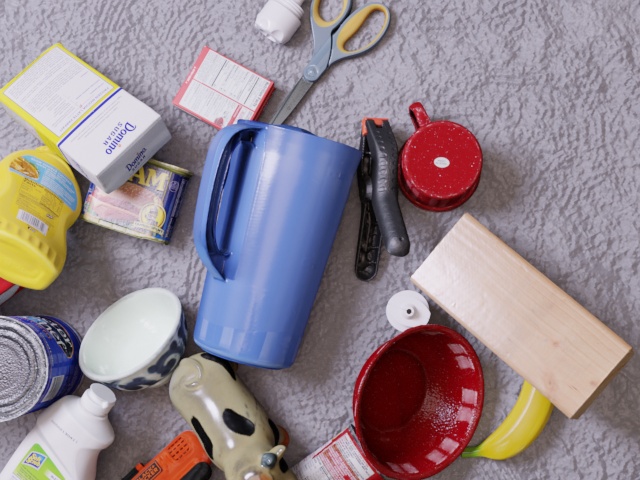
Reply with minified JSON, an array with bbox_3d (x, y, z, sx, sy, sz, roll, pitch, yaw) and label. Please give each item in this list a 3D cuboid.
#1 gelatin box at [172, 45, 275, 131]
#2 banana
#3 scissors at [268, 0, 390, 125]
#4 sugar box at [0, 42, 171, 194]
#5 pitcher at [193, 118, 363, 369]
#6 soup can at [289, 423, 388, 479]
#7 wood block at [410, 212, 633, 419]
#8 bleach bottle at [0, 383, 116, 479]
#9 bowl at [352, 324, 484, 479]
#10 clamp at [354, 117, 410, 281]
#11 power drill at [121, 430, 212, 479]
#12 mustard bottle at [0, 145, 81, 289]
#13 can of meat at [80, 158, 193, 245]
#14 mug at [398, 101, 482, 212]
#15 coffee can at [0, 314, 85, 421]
[{"bbox_3d":[-0.103,-0.156,1.152,0.089,0.030,0.073,29,87,4],"label":"gelatin box"},{"bbox_3d":[0.215,0.150,1.113,0.069,0.037,0.198,24,88,4],"label":"banana"},{"bbox_3d":[-0.015,-0.201,1.158,0.202,0.016,0.096,-38,84,0],"label":"scissors"},{"bbox_3d":[-0.247,-0.129,1.110,0.176,0.048,0.093,37,74,26],"label":"sugar box"},{"bbox_3d":[-0.057,0.001,1.086,0.149,0.145,0.243,15,91,-3],"label":"pitcher"},{"bbox_3d":[0.010,0.247,1.103,0.102,0.068,0.068,-36,86,1],"label":"soup can"},{"bbox_3d":[0.201,0.076,1.064,0.206,0.090,0.090,41,94,20],"label":"wood block"},{"bbox_3d":[-0.276,0.255,1.086,0.102,0.068,0.251,36,105,5],"label":"bleach bottle"},{"bbox_3d":[0.089,0.160,1.089,0.161,0.055,0.162,-5,100,-31],"label":"bowl"},{"bbox_3d":[0.058,-0.042,1.116,0.039,0.120,0.171,8,64,-20],"label":"clamp"},{"bbox_3d":[-0.150,0.305,1.067,0.184,0.057,0.188,-44,51,-6],"label":"power drill"},{"bbox_3d":[-0.294,-0.040,1.092,0.096,0.191,0.058,34,122,-22],"label":"mustard bottle"},{"bbox_3d":[-0.197,-0.049,1.138,0.102,0.057,0.084,18,90,4],"label":"can of meat"},{"bbox_3d":[0.121,-0.090,1.110,0.093,0.081,0.117,-20,86,1],"label":"mug"},{"bbox_3d":[-0.307,0.127,1.090,0.103,0.140,0.103,0,87,3],"label":"coffee can"}]
